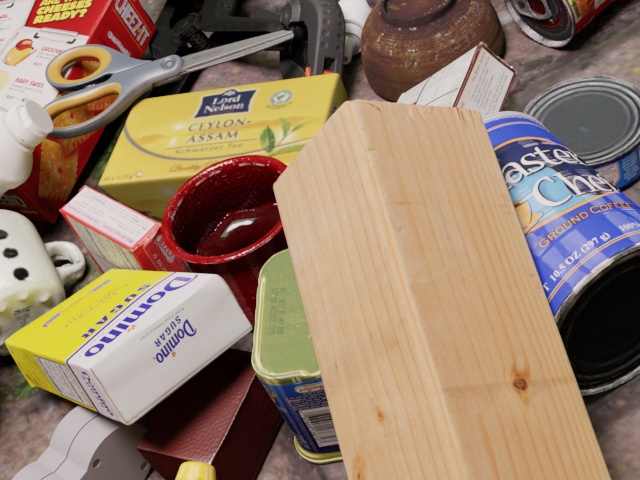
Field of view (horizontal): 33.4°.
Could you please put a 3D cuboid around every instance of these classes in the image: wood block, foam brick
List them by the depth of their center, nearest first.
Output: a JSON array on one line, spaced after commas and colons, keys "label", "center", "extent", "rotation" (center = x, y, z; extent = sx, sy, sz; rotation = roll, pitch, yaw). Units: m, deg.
[{"label": "wood block", "center": [0.055, 0.040, 0.543], "extent": [0.090, 0.090, 0.206], "rotation": [0, 62, -32]}, {"label": "foam brick", "center": [-0.060, 0.108, 0.631], "extent": [0.053, 0.051, 0.078], "rotation": [8, 53, 29]}]

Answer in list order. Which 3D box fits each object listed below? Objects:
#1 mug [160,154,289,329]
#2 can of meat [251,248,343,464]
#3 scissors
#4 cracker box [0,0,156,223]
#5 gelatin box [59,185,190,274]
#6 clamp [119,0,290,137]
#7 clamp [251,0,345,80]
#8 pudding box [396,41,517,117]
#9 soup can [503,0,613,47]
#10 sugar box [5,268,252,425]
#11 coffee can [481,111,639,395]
[{"label": "mug", "center": [-0.055, 0.001, 0.708], "extent": [0.117, 0.081, 0.093], "rotation": [23, 61, 38]}, {"label": "can of meat", "center": [0.000, 0.064, 0.622], "extent": [0.057, 0.084, 0.102], "rotation": [-12, 46, 13]}, {"label": "scissors", "center": [-0.128, -0.140, 0.821], "extent": [0.201, 0.016, 0.096], "rotation": [-28, 54, -6]}, {"label": "cracker box", "center": [-0.257, -0.122, 0.907], "extent": [0.164, 0.072, 0.213], "rotation": [5, 58, 28]}, {"label": "gelatin box", "center": [-0.131, 0.007, 0.742], "extent": [0.089, 0.073, 0.030], "rotation": [24, 62, 38]}, {"label": "clamp", "center": [-0.097, -0.175, 0.910], "extent": [0.165, 0.036, 0.210], "rotation": [-28, 37, 19]}, {"label": "clamp", "center": [-0.010, -0.188, 0.858], "extent": [0.039, 0.120, 0.171], "rotation": [1, 42, -25]}, {"label": "pudding box", "center": [0.076, -0.069, 0.717], "extent": [0.090, 0.039, 0.113], "rotation": [-27, 32, 51]}, {"label": "soup can", "center": [0.194, -0.201, 0.797], "extent": [0.102, 0.068, 0.069], "rotation": [-41, 46, -17]}, {"label": "sugar box", "center": [-0.123, 0.058, 0.652], "extent": [0.093, 0.048, 0.177], "rotation": [-37, 15, -26]}, {"label": "coffee can", "center": [0.129, 0.004, 0.607], "extent": [0.102, 0.102, 0.140], "rotation": [-31, 44, -6]}]
